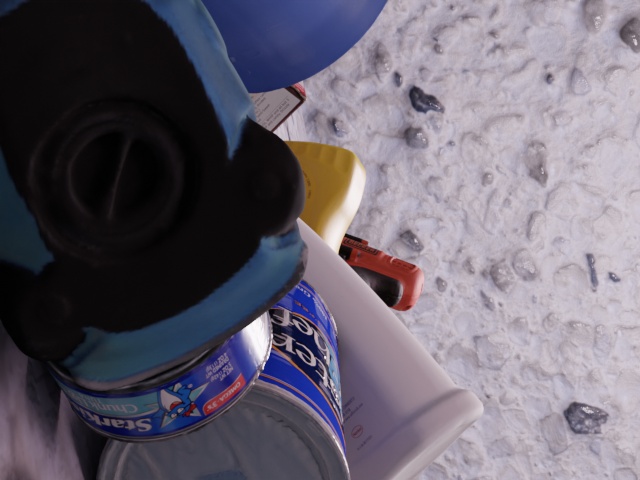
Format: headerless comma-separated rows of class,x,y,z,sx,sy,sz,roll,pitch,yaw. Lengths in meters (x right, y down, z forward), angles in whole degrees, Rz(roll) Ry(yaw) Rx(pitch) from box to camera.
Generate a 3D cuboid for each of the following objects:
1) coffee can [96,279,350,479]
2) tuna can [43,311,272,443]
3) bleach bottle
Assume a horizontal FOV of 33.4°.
coffee can,-0.040,0.079,0.492,0.140,0.103,0.103,-92,170,-71
tuna can,-0.064,0.032,0.410,0.034,0.086,0.086,72,7,-45
bleach bottle,-0.021,0.031,0.622,0.067,0.103,0.251,-16,62,-47
